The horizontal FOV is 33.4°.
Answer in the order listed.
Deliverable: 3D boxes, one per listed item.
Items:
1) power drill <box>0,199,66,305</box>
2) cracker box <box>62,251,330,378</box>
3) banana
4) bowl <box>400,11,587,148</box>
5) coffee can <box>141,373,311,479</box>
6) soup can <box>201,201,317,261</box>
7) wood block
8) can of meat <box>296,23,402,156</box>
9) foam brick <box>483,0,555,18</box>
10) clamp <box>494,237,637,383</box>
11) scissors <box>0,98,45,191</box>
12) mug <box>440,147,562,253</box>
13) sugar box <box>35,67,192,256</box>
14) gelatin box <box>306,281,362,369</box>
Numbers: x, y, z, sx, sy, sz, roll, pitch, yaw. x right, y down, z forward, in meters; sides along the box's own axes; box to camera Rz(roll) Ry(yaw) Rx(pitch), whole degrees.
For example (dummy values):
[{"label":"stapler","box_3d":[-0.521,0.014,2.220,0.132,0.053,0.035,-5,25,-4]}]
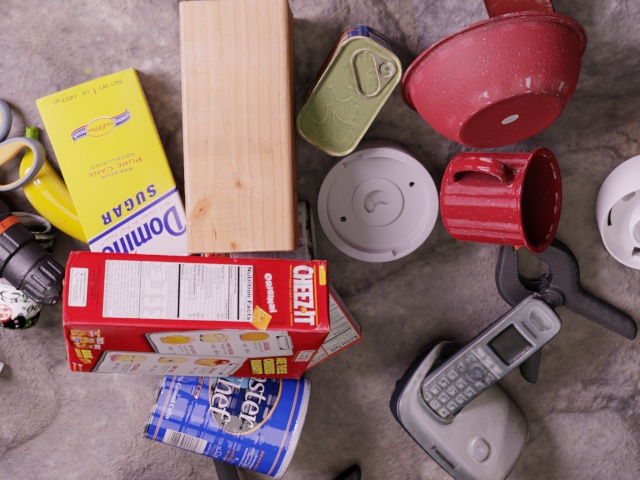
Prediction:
[{"label":"power drill","box_3d":[-0.333,0.039,0.973,0.184,0.057,0.188,41,114,4]},{"label":"cracker box","box_3d":[-0.110,0.066,0.921,0.213,0.164,0.072,2,69,-10]},{"label":"banana","box_3d":[-0.206,-0.026,1.000,0.197,0.037,0.070,33,109,-11]},{"label":"bowl","box_3d":[0.151,-0.123,0.892,0.162,0.162,0.055,-16,68,7]},{"label":"coffee can","box_3d":[-0.090,0.162,1.036,0.140,0.103,0.103,18,110,-6]},{"label":"soup can","box_3d":[-0.056,0.001,0.991,0.102,0.068,0.068,-6,111,3]},{"label":"wood block","box_3d":[-0.066,-0.094,0.908,0.090,0.091,0.206,-2,91,2]},{"label":"can of meat","box_3d":[0.024,-0.134,0.928,0.057,0.084,0.102,30,109,-10]},{"label":"foam brick","box_3d":[0.171,-0.199,0.916,0.051,0.053,0.078,-20,110,9]},{"label":"clamp","box_3d":[0.212,0.060,1.026,0.120,0.039,0.171,-37,106,12]},{"label":"scissors","box_3d":[-0.344,-0.066,0.996,0.202,0.016,0.096,-18,90,22]},{"label":"mug","box_3d":[0.153,-0.042,0.941,0.082,0.117,0.093,5,72,34]},{"label":"sugar box","box_3d":[-0.180,-0.057,0.959,0.093,0.048,0.176,-20,97,-5]},{"label":"gelatin box","box_3d":[-0.012,0.075,1.039,0.073,0.030,0.089,-31,108,11]}]
